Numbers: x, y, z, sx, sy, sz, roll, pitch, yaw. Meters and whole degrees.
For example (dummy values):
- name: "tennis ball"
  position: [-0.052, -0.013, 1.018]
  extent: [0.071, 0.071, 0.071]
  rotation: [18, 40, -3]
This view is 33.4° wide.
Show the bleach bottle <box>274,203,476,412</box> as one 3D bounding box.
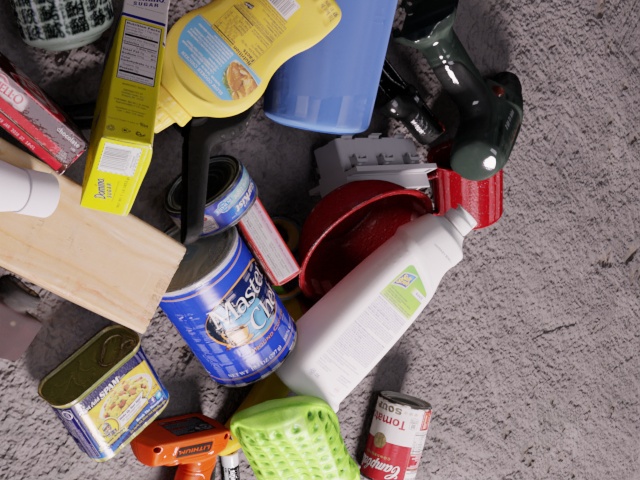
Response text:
- name: "bleach bottle"
  position: [0.064, 0.063, 1.095]
  extent: [0.251, 0.068, 0.102]
  rotation: [-44, 134, 3]

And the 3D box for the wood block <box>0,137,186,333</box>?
- name: "wood block"
  position: [-0.228, -0.007, 0.905]
  extent: [0.205, 0.091, 0.090]
  rotation: [34, 78, -43]

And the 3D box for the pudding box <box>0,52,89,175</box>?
- name: "pudding box"
  position: [-0.234, -0.105, 0.842]
  extent: [0.039, 0.114, 0.090]
  rotation: [-47, 119, -2]

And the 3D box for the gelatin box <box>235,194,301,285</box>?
- name: "gelatin box"
  position: [-0.057, 0.001, 1.053]
  extent: [0.030, 0.073, 0.089]
  rotation: [-32, 92, -9]

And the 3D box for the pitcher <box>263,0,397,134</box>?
- name: "pitcher"
  position: [0.006, -0.230, 1.031]
  extent: [0.149, 0.145, 0.243]
  rotation: [8, 103, -6]

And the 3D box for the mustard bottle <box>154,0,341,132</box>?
- name: "mustard bottle"
  position: [-0.080, -0.165, 0.929]
  extent: [0.191, 0.058, 0.096]
  rotation: [-43, 97, 0]

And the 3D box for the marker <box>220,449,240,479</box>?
- name: "marker"
  position: [-0.095, 0.283, 1.165]
  extent: [0.020, 0.020, 0.121]
  rotation: [-19, 115, -38]

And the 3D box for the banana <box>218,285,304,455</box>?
- name: "banana"
  position: [-0.057, 0.140, 1.148]
  extent: [0.069, 0.037, 0.198]
  rotation: [18, 88, -23]

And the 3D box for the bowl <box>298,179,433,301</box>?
- name: "bowl"
  position: [0.035, -0.010, 1.098]
  extent: [0.162, 0.055, 0.162]
  rotation: [-26, 149, -17]

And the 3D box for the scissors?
- name: "scissors"
  position: [-0.005, -0.007, 1.161]
  extent: [0.201, 0.016, 0.096]
  rotation: [-40, 112, -41]

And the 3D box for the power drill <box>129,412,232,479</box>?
- name: "power drill"
  position: [-0.163, 0.276, 1.076]
  extent: [0.184, 0.057, 0.188]
  rotation: [-6, 109, -45]

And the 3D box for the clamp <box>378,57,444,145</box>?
- name: "clamp"
  position: [0.091, -0.145, 1.154]
  extent: [0.039, 0.120, 0.171]
  rotation: [-31, 138, 22]

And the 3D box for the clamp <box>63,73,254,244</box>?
- name: "clamp"
  position: [-0.117, -0.104, 0.976]
  extent: [0.164, 0.036, 0.209]
  rotation: [48, 58, -2]

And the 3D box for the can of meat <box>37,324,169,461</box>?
- name: "can of meat"
  position: [-0.199, 0.144, 1.001]
  extent: [0.102, 0.058, 0.084]
  rotation: [-42, 129, -25]

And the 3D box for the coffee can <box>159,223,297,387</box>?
- name: "coffee can"
  position: [-0.097, 0.059, 1.037]
  extent: [0.102, 0.103, 0.140]
  rotation: [-47, 129, -22]

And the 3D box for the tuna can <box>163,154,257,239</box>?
- name: "tuna can"
  position: [-0.105, -0.042, 1.011]
  extent: [0.086, 0.086, 0.033]
  rotation: [-47, 127, -22]

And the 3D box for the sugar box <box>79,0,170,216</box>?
- name: "sugar box"
  position: [-0.160, -0.119, 0.876]
  extent: [0.048, 0.093, 0.176]
  rotation: [11, 52, -19]

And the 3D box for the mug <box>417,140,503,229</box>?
- name: "mug"
  position: [0.163, -0.062, 1.257]
  extent: [0.117, 0.093, 0.081]
  rotation: [-15, 119, -17]

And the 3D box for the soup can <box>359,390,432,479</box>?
- name: "soup can"
  position: [0.091, 0.240, 1.290]
  extent: [0.068, 0.069, 0.102]
  rotation: [11, 95, -44]
